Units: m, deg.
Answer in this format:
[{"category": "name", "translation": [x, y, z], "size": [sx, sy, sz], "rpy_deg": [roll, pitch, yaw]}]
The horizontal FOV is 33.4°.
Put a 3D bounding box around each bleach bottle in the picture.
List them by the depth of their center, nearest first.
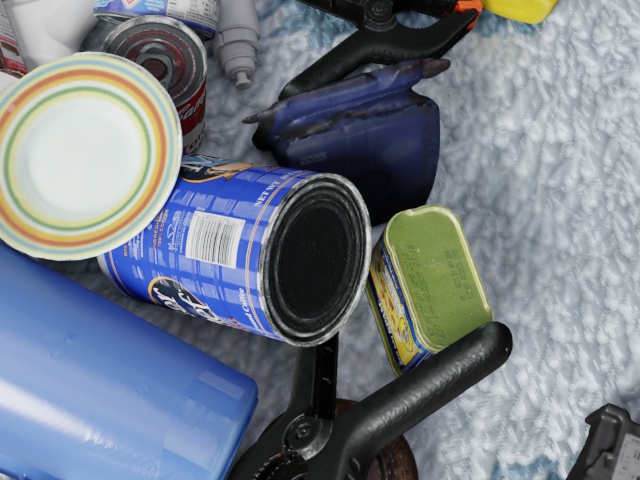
[{"category": "bleach bottle", "translation": [-0.181, -0.204, 0.764], "size": [0.102, 0.068, 0.251], "rpy_deg": [4, 72, 8]}]

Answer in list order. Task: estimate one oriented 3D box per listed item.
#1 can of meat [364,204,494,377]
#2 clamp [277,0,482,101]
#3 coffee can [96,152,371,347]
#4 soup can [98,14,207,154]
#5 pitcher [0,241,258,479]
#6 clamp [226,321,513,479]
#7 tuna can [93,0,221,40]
[{"category": "can of meat", "translation": [0.069, 0.036, 0.701], "size": [0.057, 0.084, 0.102], "rpy_deg": [-15, 73, -11]}, {"category": "clamp", "translation": [0.032, -0.169, 0.792], "size": [0.171, 0.039, 0.120], "rpy_deg": [-16, 78, -18]}, {"category": "coffee can", "translation": [-0.054, 0.001, 0.656], "size": [0.141, 0.102, 0.102], "rpy_deg": [11, 65, 38]}, {"category": "soup can", "translation": [-0.110, -0.095, 0.716], "size": [0.068, 0.102, 0.068], "rpy_deg": [2, 71, -6]}, {"category": "pitcher", "translation": [-0.169, 0.092, 0.634], "size": [0.243, 0.145, 0.149], "rpy_deg": [26, 101, 0]}, {"category": "clamp", "translation": [0.009, 0.114, 0.600], "size": [0.036, 0.165, 0.209], "rpy_deg": [49, 58, -30]}, {"category": "tuna can", "translation": [-0.111, -0.162, 0.731], "size": [0.086, 0.086, 0.034], "rpy_deg": [10, 94, -3]}]
